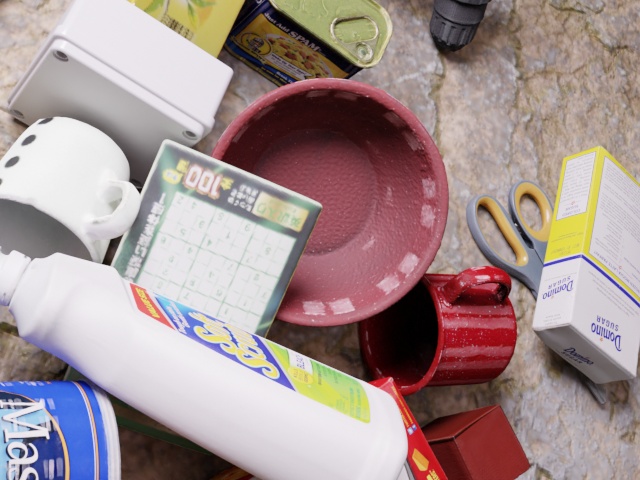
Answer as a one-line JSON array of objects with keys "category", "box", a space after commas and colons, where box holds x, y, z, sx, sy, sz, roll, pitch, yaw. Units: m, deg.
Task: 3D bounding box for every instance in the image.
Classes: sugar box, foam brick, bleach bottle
[{"category": "sugar box", "box": [0.229, 0.019, 0.885, 0.093, 0.048, 0.176, 37, 57, -28]}, {"category": "foam brick", "box": [0.100, 0.156, 0.763, 0.052, 0.078, 0.051, -26, 88, -34]}, {"category": "bleach bottle", "box": [-0.076, 0.074, 0.610, 0.250, 0.102, 0.068, 27, 102, -9]}]

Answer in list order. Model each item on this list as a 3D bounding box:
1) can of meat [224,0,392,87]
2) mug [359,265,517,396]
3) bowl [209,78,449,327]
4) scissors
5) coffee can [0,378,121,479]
[{"category": "can of meat", "box": [-0.013, -0.154, 0.783, 0.102, 0.084, 0.057, 32, 62, -19]}, {"category": "mug", "box": [0.093, 0.057, 0.770, 0.081, 0.117, 0.093, 3, 47, -35]}, {"category": "bowl", "box": [0.000, -0.027, 0.704, 0.162, 0.055, 0.162, -2, 101, -9]}, {"category": "scissors", "box": [0.197, 0.033, 0.894, 0.201, 0.016, 0.096, 49, 58, -10]}, {"category": "coffee can", "box": [-0.192, 0.128, 0.582, 0.140, 0.103, 0.103, 3, 74, -30]}]
